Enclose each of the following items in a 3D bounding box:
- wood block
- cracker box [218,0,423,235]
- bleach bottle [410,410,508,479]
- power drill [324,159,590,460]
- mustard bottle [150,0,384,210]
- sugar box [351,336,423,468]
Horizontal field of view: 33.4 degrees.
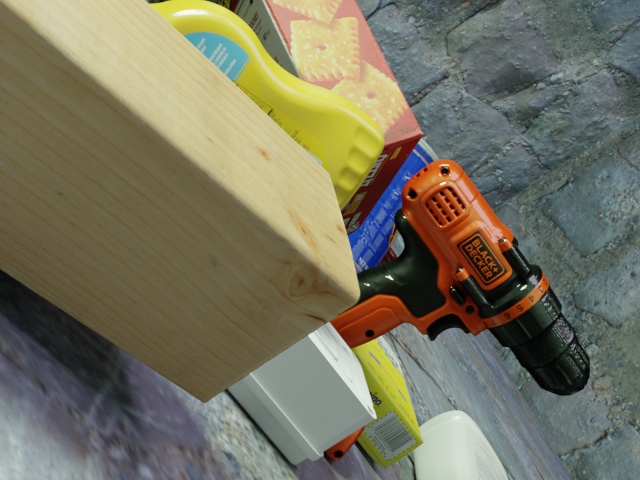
[{"bbox_3d":[-0.086,-0.036,0.417,0.205,0.091,0.090,40,24,-35],"label":"wood block"},{"bbox_3d":[-0.019,-0.120,0.775,0.214,0.072,0.164,66,-22,17],"label":"cracker box"},{"bbox_3d":[0.116,0.224,0.855,0.102,0.068,0.250,56,10,-4],"label":"bleach bottle"},{"bbox_3d":[0.065,0.066,0.718,0.184,0.188,0.057,54,7,-7],"label":"power drill"},{"bbox_3d":[-0.064,-0.079,0.605,0.191,0.096,0.058,35,17,-16],"label":"mustard bottle"},{"bbox_3d":[0.035,0.108,0.887,0.093,0.048,0.176,54,9,-13],"label":"sugar box"}]
